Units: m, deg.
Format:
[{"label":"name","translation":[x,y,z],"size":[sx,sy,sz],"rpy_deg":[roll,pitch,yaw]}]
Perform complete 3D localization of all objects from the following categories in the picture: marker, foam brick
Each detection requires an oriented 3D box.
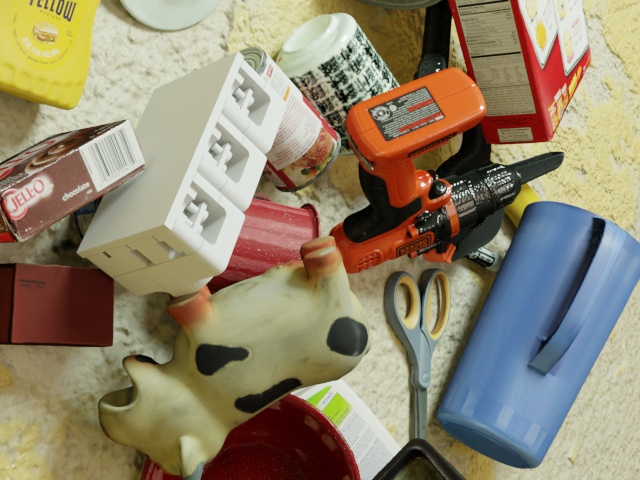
[{"label":"marker","translation":[0.142,0.006,1.066],"size":[0.120,0.020,0.020],"rpy_deg":[23,70,-43]},{"label":"foam brick","translation":[-0.182,0.043,0.703],"size":[0.078,0.051,0.053],"rpy_deg":[9,80,-46]}]

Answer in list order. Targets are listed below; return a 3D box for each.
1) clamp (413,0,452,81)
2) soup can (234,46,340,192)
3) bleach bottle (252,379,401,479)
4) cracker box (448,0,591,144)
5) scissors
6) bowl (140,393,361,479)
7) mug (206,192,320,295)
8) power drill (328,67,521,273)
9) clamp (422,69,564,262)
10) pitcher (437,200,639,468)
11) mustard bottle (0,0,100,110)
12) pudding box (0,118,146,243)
[{"label":"clamp","translation":[0.103,-0.133,0.971],"size":[0.171,0.039,0.120],"rpy_deg":[-74,158,-47]},{"label":"soup can","translation":[-0.040,-0.096,0.850],"size":[0.102,0.069,0.068],"rpy_deg":[46,56,-33]},{"label":"bleach bottle","translation":[0.002,0.153,0.878],"size":[0.102,0.068,0.250],"rpy_deg":[-47,118,-33]},{"label":"cracker box","translation":[0.176,-0.217,0.958],"size":[0.164,0.072,0.213],"rpy_deg":[-54,133,-45]},{"label":"scissors","translation":[0.083,0.116,1.000],"size":[0.096,0.016,0.201],"rpy_deg":[28,67,-40]},{"label":"bowl","translation":[-0.051,0.192,0.790],"size":[0.162,0.055,0.162],"rpy_deg":[1,74,-2]},{"label":"mug","translation":[-0.055,0.001,0.809],"size":[0.081,0.093,0.117],"rpy_deg":[12,41,-18]},{"label":"power drill","translation":[0.091,-0.056,0.882],"size":[0.184,0.057,0.187],"rpy_deg":[-24,149,-11]},{"label":"clamp","translation":[0.164,-0.059,1.043],"size":[0.164,0.036,0.210],"rpy_deg":[38,67,-33]},{"label":"pitcher","translation":[0.212,0.090,1.027],"size":[0.149,0.145,0.242],"rpy_deg":[45,68,-45]},{"label":"mustard bottle","translation":[-0.175,-0.187,0.689],"size":[0.096,0.058,0.191],"rpy_deg":[17,91,-45]},{"label":"pudding box","translation":[-0.181,-0.036,0.682],"size":[0.113,0.090,0.039],"rpy_deg":[-36,114,-42]}]
